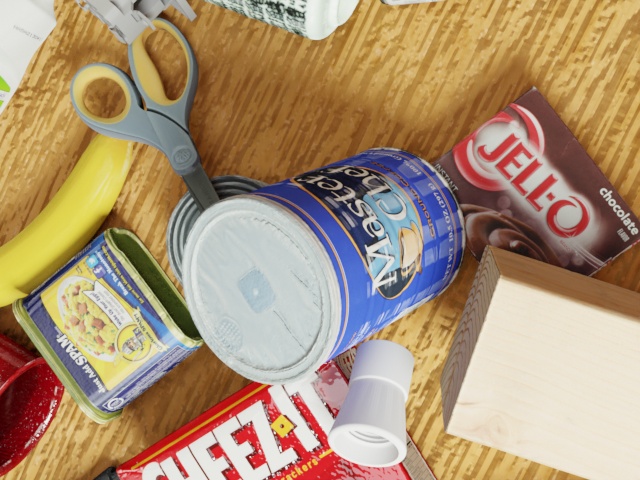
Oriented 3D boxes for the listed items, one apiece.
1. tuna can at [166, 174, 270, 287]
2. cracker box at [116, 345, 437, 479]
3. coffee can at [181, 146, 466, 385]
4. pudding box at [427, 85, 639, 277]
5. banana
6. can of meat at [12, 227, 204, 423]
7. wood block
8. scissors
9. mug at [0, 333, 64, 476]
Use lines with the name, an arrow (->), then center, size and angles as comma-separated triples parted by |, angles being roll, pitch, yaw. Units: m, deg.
tuna can -> -0.055, 0.001, 0.694 | 0.086, 0.033, 0.086 | 0, 91, 14
cracker box -> -0.003, 0.189, 0.663 | 0.164, 0.072, 0.214 | -33, 82, 11
coffee can -> 0.005, 0.010, 0.608 | 0.103, 0.140, 0.103 | 13, 112, 33
pudding box -> 0.127, -0.022, 0.645 | 0.090, 0.039, 0.113 | -38, 82, 11
banana -> -0.197, -0.005, 0.728 | 0.198, 0.037, 0.069 | -32, 83, 12
can of meat -> -0.137, 0.054, 0.704 | 0.084, 0.057, 0.102 | -39, 82, 9
wood block -> 0.178, 0.082, 0.583 | 0.206, 0.090, 0.091 | 18, 102, 1
scissors -> -0.106, -0.052, 0.683 | 0.096, 0.016, 0.202 | -15, 68, 6
mug -> -0.233, 0.109, 0.720 | 0.081, 0.093, 0.117 | 27, 133, 17
